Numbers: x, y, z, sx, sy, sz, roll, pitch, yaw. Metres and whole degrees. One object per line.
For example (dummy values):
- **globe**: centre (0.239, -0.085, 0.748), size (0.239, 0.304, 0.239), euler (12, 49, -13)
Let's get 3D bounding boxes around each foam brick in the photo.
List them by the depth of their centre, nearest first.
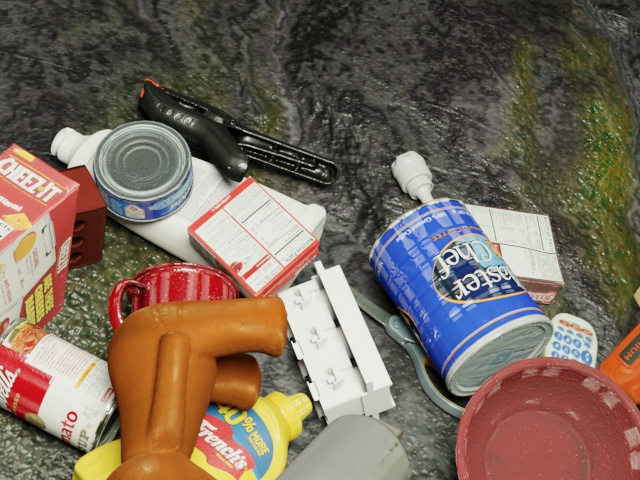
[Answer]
- **foam brick**: centre (-0.218, -0.017, 0.912), size (0.052, 0.078, 0.051), euler (-17, 58, -26)

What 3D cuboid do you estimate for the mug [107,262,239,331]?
- **mug**: centre (-0.120, 0.071, 0.851), size (0.117, 0.093, 0.081), euler (33, 42, -39)

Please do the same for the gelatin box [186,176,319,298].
- **gelatin box**: centre (-0.056, 0.001, 0.896), size (0.073, 0.030, 0.089), euler (-41, 73, -17)

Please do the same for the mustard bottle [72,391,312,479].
- **mustard bottle**: centre (-0.083, 0.166, 0.810), size (0.191, 0.058, 0.096), euler (-26, 62, -34)

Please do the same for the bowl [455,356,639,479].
- **bowl**: centre (0.183, 0.178, 0.864), size (0.162, 0.055, 0.162), euler (2, 72, -5)

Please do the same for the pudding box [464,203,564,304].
- **pudding box**: centre (0.173, 0.011, 1.037), size (0.113, 0.039, 0.090), euler (9, 48, -13)

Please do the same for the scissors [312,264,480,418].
- **scissors**: centre (0.088, 0.077, 0.969), size (0.096, 0.016, 0.202), euler (-23, 60, -34)

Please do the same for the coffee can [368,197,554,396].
- **coffee can**: centre (0.119, 0.048, 0.922), size (0.102, 0.103, 0.140), euler (-14, 56, -27)

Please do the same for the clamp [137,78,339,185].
- **clamp**: centre (-0.091, -0.102, 1.026), size (0.210, 0.036, 0.164), euler (32, 17, 35)

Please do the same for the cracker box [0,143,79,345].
- **cracker box**: centre (-0.276, 0.051, 0.777), size (0.072, 0.164, 0.213), euler (33, 49, 9)

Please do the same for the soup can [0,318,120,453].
- **soup can**: centre (-0.199, 0.112, 0.814), size (0.102, 0.069, 0.068), euler (27, 48, 5)

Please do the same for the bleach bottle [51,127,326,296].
- **bleach bottle**: centre (-0.127, -0.039, 0.970), size (0.251, 0.068, 0.102), euler (28, 52, 10)

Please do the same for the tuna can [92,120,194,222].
- **tuna can**: centre (-0.153, -0.061, 0.921), size (0.086, 0.034, 0.086), euler (2, 61, -3)
